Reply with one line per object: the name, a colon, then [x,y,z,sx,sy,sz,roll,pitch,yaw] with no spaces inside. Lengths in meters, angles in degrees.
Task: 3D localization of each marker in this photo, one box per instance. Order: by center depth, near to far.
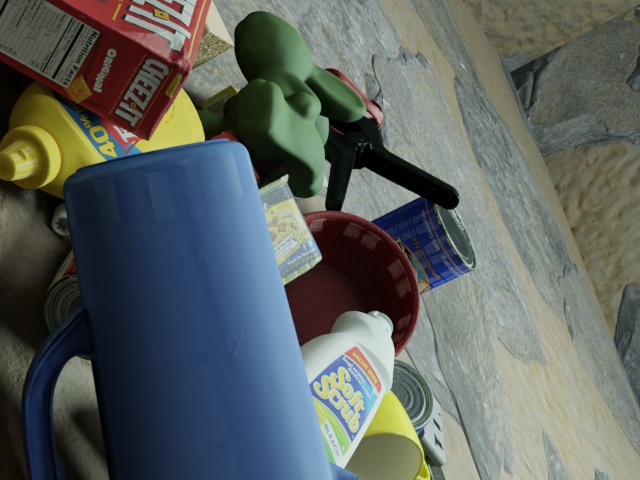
marker: [-0.178,-0.048,0.782,0.020,0.020,0.121,50,23,-34]

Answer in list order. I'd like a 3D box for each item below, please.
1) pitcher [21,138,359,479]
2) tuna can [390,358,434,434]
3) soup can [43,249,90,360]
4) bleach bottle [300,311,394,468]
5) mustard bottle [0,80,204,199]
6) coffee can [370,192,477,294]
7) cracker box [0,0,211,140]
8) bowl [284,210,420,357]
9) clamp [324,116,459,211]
pitcher: [-0.081,0.072,0.612,0.149,0.145,0.243,-19,98,-65]
tuna can: [0.069,0.160,1.063,0.086,0.034,0.086,14,48,-16]
soup can: [-0.138,0.026,0.715,0.068,0.069,0.102,56,21,-21]
bleach bottle: [0.000,0.122,0.867,0.102,0.068,0.250,62,33,-13]
mustard bottle: [-0.163,-0.076,0.754,0.096,0.058,0.191,53,30,-1]
coffee can: [0.092,0.016,1.214,0.102,0.140,0.103,51,23,-32]
cracker box: [-0.185,-0.183,0.744,0.213,0.072,0.164,29,31,-17]
bowl: [0.011,0.055,1.014,0.162,0.055,0.162,9,64,-18]
clamp: [0.048,-0.094,1.164,0.164,0.036,0.210,1,40,-28]
